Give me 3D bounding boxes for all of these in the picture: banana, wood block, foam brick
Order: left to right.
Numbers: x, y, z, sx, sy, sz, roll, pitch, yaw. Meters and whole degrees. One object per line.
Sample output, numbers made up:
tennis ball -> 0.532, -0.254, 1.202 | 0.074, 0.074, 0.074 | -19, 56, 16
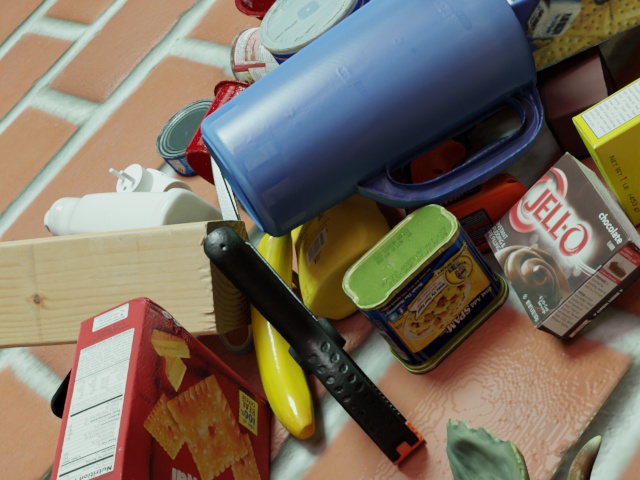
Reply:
wood block -> -0.170, 0.037, 0.895 | 0.206, 0.090, 0.091 | -5, 90, 17
banana -> -0.033, 0.071, 0.862 | 0.037, 0.070, 0.198 | 0, 64, -15
foam brick -> 0.210, -0.112, 0.856 | 0.051, 0.053, 0.078 | -20, 43, 23

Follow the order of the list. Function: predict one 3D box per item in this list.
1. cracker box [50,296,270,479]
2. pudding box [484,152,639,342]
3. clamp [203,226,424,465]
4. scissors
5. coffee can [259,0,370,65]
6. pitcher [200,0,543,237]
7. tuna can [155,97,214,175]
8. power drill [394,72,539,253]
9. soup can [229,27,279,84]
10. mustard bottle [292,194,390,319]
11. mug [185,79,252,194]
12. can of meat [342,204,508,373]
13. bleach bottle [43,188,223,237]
cracker box -> -0.106, 0.169, 0.750 | 0.072, 0.164, 0.213 | -25, 40, 21
pudding box -> 0.175, 0.004, 0.762 | 0.090, 0.039, 0.113 | -49, 35, 22
clamp -> -0.006, 0.072, 0.773 | 0.036, 0.210, 0.164 | -42, 3, -1
scissors -> -0.056, 0.001, 0.944 | 0.096, 0.016, 0.202 | -8, 68, 19
coffee can -> 0.023, -0.164, 0.990 | 0.103, 0.140, 0.103 | -23, 41, 21
pitcher -> 0.040, -0.100, 0.820 | 0.242, 0.145, 0.149 | -33, 30, -5
tuna can -> -0.134, -0.112, 1.156 | 0.086, 0.033, 0.086 | -23, 41, 21
power drill -> 0.121, -0.073, 0.890 | 0.185, 0.057, 0.187 | -28, 37, 16
soup can -> -0.037, -0.193, 1.128 | 0.102, 0.068, 0.068 | 6, 57, 42
mustard bottle -> 0.007, -0.033, 0.910 | 0.096, 0.058, 0.191 | -55, 36, 37
mug -> -0.071, -0.094, 1.053 | 0.117, 0.093, 0.081 | 22, 69, 12
can of meat -> 0.077, 0.035, 0.795 | 0.102, 0.084, 0.057 | -43, 38, -3
bleach bottle -> -0.199, -0.013, 1.056 | 0.251, 0.102, 0.068 | 7, 71, 43
